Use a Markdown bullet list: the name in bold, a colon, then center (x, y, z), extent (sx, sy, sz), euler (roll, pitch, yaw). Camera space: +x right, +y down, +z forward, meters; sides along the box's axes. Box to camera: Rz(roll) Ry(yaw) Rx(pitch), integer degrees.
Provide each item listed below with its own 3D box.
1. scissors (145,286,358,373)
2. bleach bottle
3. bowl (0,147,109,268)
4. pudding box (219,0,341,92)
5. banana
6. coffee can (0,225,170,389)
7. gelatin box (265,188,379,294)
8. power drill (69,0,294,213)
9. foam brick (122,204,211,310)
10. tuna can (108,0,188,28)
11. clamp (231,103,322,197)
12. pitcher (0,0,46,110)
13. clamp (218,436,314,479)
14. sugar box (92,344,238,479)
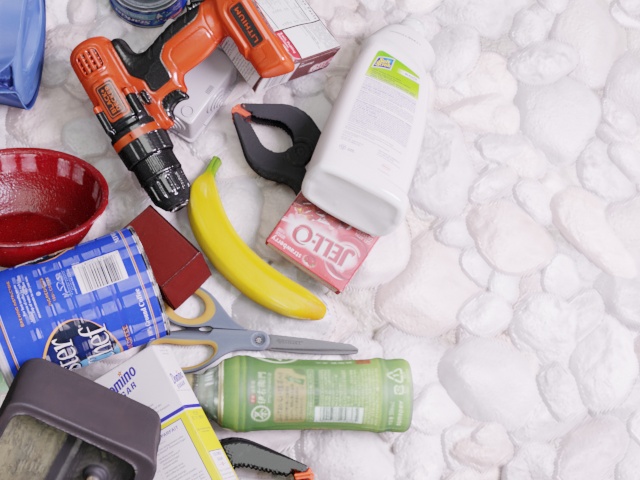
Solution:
- **scissors**: center (-0.070, 0.079, 1.027), extent (0.201, 0.016, 0.096), euler (-9, 76, -8)
- **bleach bottle**: center (0.066, -0.127, 1.045), extent (0.102, 0.068, 0.250), euler (28, 53, -7)
- **bowl**: center (-0.278, -0.023, 0.992), extent (0.162, 0.055, 0.162), euler (5, 36, -4)
- **pudding box**: center (-0.046, -0.206, 1.072), extent (0.113, 0.039, 0.090), euler (-27, 76, -44)
- **banana**: center (-0.074, 0.008, 1.035), extent (0.069, 0.037, 0.198), euler (-33, 80, -12)
- **coffee can**: center (-0.211, 0.058, 0.909), extent (0.140, 0.103, 0.103), euler (-20, 78, -14)
- **gelatin box**: center (0.003, -0.002, 1.021), extent (0.089, 0.030, 0.073), euler (35, 81, -1)
- **power drill**: center (-0.121, -0.143, 0.999), extent (0.188, 0.057, 0.184), euler (-31, 88, 7)
- **foam brick**: center (-0.149, 0.016, 1.008), extent (0.051, 0.053, 0.078), euler (-42, 66, -15)
- **tuna can**: center (-0.178, -0.265, 1.101), extent (0.086, 0.034, 0.086), euler (1, 75, -5)
- **clamp**: center (-0.010, -0.088, 1.066), extent (0.171, 0.039, 0.120), euler (44, 73, 2)
- **pitcher**: center (-0.387, -0.208, 1.019), extent (0.242, 0.149, 0.145), euler (6, 87, -5)
- **clamp**: center (-0.109, 0.243, 0.968), extent (0.210, 0.036, 0.164), euler (-4, 77, -2)
- **sugar box**: center (-0.136, 0.188, 0.931), extent (0.093, 0.048, 0.176), euler (-31, 74, 10)
